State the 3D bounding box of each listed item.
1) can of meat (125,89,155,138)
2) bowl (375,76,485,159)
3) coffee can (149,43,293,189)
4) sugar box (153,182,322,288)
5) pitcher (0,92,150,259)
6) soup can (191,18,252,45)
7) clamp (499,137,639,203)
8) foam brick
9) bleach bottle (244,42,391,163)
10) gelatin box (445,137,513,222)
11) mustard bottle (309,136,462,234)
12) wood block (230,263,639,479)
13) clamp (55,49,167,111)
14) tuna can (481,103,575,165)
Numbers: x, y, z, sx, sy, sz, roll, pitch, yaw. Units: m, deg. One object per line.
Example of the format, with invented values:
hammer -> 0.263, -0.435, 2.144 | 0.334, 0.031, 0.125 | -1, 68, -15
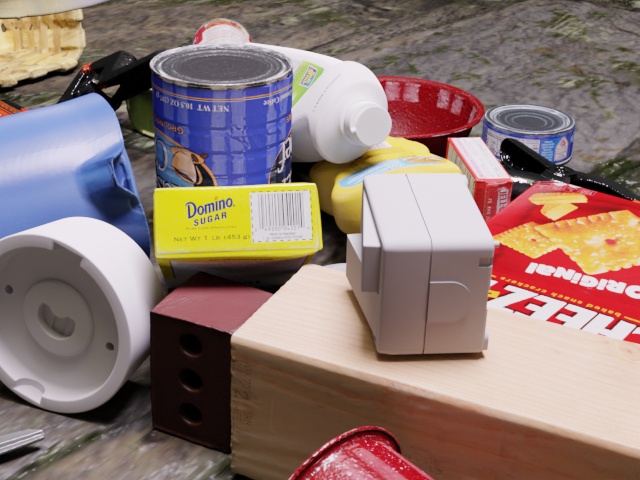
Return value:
can of meat -> -0.123, -0.130, 1.017 | 0.102, 0.057, 0.083 | 20, 34, 34
bowl -> 0.065, -0.098, 0.961 | 0.162, 0.055, 0.162 | 1, 26, -1
coffee can -> -0.072, -0.063, 0.787 | 0.103, 0.140, 0.103 | 1, 26, -1
sugar box -> -0.055, 0.001, 0.669 | 0.093, 0.048, 0.176 | -1, -6, -7
pitcher -> -0.245, -0.006, 0.697 | 0.242, 0.149, 0.145 | -15, 46, -24
soup can -> -0.101, -0.186, 1.119 | 0.068, 0.068, 0.102 | -1, 27, -6
clamp -> 0.182, -0.041, 0.870 | 0.120, 0.039, 0.172 | -22, 35, -37
foam brick -> -0.059, 0.067, 0.594 | 0.053, 0.078, 0.051 | 14, 27, 23
bleach bottle -> -0.019, -0.102, 0.860 | 0.068, 0.102, 0.251 | 31, -1, -28
gelatin box -> 0.116, -0.029, 0.802 | 0.030, 0.073, 0.089 | -2, 26, -9
mustard bottle -> 0.054, -0.034, 0.781 | 0.096, 0.058, 0.192 | -13, 15, -7
wood block -> 0.066, 0.090, 0.541 | 0.206, 0.090, 0.090 | 13, 28, 21
clamp -> -0.192, -0.133, 0.957 | 0.165, 0.036, 0.210 | -36, 24, 10
tuna can -> 0.193, -0.099, 0.994 | 0.086, 0.034, 0.086 | 1, 26, -1
